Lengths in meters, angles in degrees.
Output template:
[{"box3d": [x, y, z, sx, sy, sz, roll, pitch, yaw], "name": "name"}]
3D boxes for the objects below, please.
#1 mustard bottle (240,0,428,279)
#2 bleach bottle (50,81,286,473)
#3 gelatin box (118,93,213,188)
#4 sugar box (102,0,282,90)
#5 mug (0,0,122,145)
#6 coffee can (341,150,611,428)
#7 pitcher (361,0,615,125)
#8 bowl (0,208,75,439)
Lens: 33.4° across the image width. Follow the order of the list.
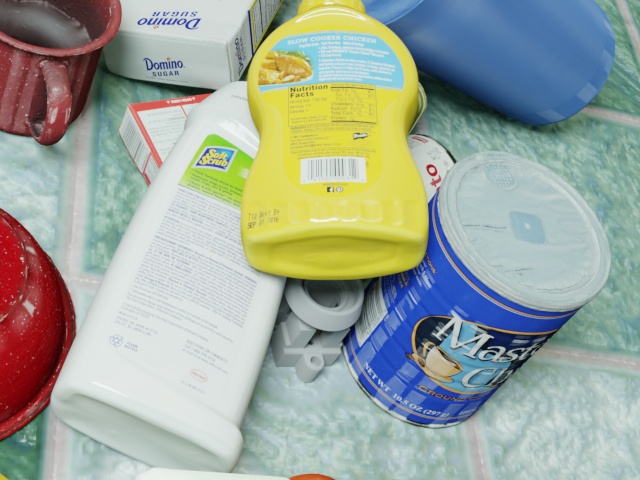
[{"box3d": [0.007, -0.072, 0.591, 0.096, 0.058, 0.191, -2, 57, 2], "name": "mustard bottle"}, {"box3d": [-0.054, 0.001, 0.598, 0.102, 0.068, 0.250, 27, 56, -8], "name": "bleach bottle"}, {"box3d": [-0.076, -0.049, 0.676, 0.073, 0.030, 0.089, -14, 65, -34], "name": "gelatin box"}, {"box3d": [-0.077, -0.175, 0.748, 0.093, 0.048, 0.176, 10, 49, 14], "name": "sugar box"}, {"box3d": [-0.171, -0.108, 0.641, 0.093, 0.082, 0.117, -7, 58, -31], "name": "mug"}, {"box3d": [0.085, 0.032, 0.618, 0.102, 0.140, 0.103, 14, 50, -17], "name": "coffee can"}, {"box3d": [0.101, -0.170, 0.755, 0.242, 0.145, 0.149, 21, 40, -48], "name": "pitcher"}, {"box3d": [-0.199, 0.026, 0.539, 0.162, 0.055, 0.162, 14, 49, -17], "name": "bowl"}]
